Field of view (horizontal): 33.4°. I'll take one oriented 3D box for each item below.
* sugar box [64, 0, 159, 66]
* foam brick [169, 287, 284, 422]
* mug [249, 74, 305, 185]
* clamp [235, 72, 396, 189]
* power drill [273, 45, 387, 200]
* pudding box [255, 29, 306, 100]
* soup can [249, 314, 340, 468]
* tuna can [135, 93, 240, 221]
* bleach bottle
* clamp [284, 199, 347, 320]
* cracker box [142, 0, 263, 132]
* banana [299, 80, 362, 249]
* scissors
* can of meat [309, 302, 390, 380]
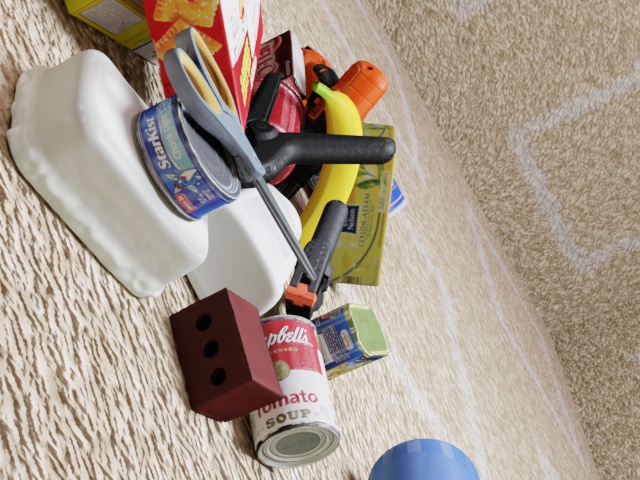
[{"bbox_3d":[-0.178,-0.221,0.941,0.093,0.048,0.176,68,10,12],"label":"sugar box"},{"bbox_3d":[-0.069,0.085,0.781,0.051,0.053,0.078,40,26,-59],"label":"foam brick"},{"bbox_3d":[-0.073,-0.111,1.068,0.117,0.093,0.081,25,34,-17],"label":"mug"},{"bbox_3d":[-0.059,-0.094,0.957,0.165,0.209,0.036,40,-45,37],"label":"clamp"},{"bbox_3d":[-0.018,-0.137,1.201,0.057,0.184,0.188,40,5,-29],"label":"power drill"},{"bbox_3d":[-0.063,-0.180,1.193,0.039,0.090,0.113,55,17,-36],"label":"pudding box"},{"bbox_3d":[-0.026,0.120,0.844,0.068,0.068,0.102,48,22,-49],"label":"soup can"},{"bbox_3d":[-0.090,-0.059,0.736,0.086,0.034,0.086,58,15,-25],"label":"tuna can"},{"bbox_3d":[-0.056,0.001,0.959,0.102,0.068,0.250,62,12,-2],"label":"bleach bottle"},{"bbox_3d":[-0.009,0.039,1.028,0.171,0.039,0.120,-58,158,-65],"label":"clamp"},{"bbox_3d":[-0.101,-0.219,0.891,0.164,0.072,0.214,-84,171,-46],"label":"cracker box"},{"bbox_3d":[0.007,-0.073,1.110,0.037,0.069,0.198,-126,-140,-59],"label":"banana"},{"bbox_3d":[-0.058,-0.058,0.743,0.202,0.016,0.096,65,15,2],"label":"scissors"},{"bbox_3d":[0.009,0.098,0.980,0.057,0.084,0.102,68,15,11],"label":"can of meat"}]
